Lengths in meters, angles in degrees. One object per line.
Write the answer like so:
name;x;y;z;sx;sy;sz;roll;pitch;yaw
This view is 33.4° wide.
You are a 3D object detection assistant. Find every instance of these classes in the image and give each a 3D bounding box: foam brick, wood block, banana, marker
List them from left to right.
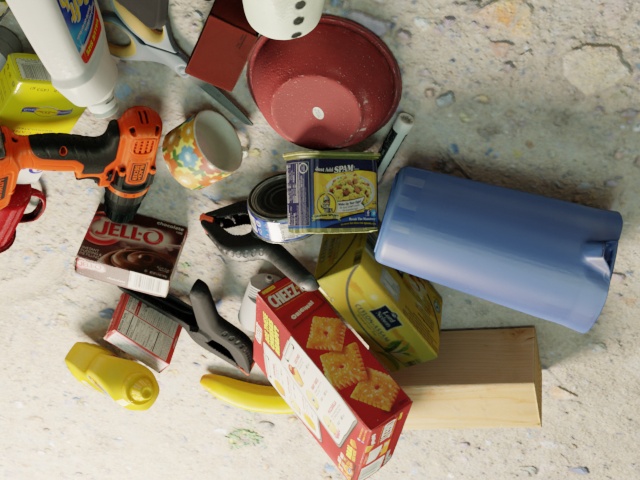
foam brick;-0.092;-0.196;1.048;0.053;0.051;0.078;23;134;-11
banana;-0.064;0.205;1.442;0.198;0.037;0.069;-5;115;15
marker;0.067;-0.087;1.139;0.020;0.020;0.121;22;134;-8
wood block;0.165;0.173;1.318;0.206;0.090;0.090;-4;133;16

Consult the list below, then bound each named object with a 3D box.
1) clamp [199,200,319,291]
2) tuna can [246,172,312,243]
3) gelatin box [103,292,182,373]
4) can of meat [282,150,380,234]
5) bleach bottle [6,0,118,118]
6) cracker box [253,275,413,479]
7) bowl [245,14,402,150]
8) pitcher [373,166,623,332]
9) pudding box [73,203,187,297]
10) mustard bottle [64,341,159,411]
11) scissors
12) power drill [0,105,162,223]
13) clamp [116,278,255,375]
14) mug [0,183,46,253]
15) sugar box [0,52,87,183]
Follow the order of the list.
clamp;-0.058;0.001;1.189;0.172;0.120;0.039;1;138;18
tuna can;-0.037;-0.037;1.165;0.086;0.086;0.034;0;132;13
gelatin box;-0.225;0.116;1.363;0.089;0.073;0.030;35;130;-20
can of meat;0.013;-0.049;1.111;0.101;0.084;0.058;-2;180;-32
bleach bottle;-0.250;-0.228;1.021;0.068;0.102;0.251;-2;134;19
cracker box;0.009;0.162;1.260;0.214;0.072;0.164;49;154;25
bowl;-0.001;-0.144;1.075;0.162;0.055;0.162;6;135;6
pitcher;0.184;0.006;1.139;0.243;0.145;0.149;16;123;2
pudding box;-0.221;0.011;1.251;0.113;0.090;0.039;17;136;-5
mustard bottle;-0.260;0.179;1.378;0.096;0.058;0.192;41;163;-26
scissors;-0.161;-0.179;1.105;0.096;0.016;0.201;-16;128;28
power drill;-0.272;-0.073;1.156;0.187;0.057;0.185;-7;148;-25
clamp;-0.155;0.102;1.346;0.165;0.036;0.209;10;151;39
mug;-0.376;-0.042;1.245;0.117;0.093;0.082;4;139;-37
sugar box;-0.318;-0.126;1.144;0.093;0.048;0.176;0;145;-40
